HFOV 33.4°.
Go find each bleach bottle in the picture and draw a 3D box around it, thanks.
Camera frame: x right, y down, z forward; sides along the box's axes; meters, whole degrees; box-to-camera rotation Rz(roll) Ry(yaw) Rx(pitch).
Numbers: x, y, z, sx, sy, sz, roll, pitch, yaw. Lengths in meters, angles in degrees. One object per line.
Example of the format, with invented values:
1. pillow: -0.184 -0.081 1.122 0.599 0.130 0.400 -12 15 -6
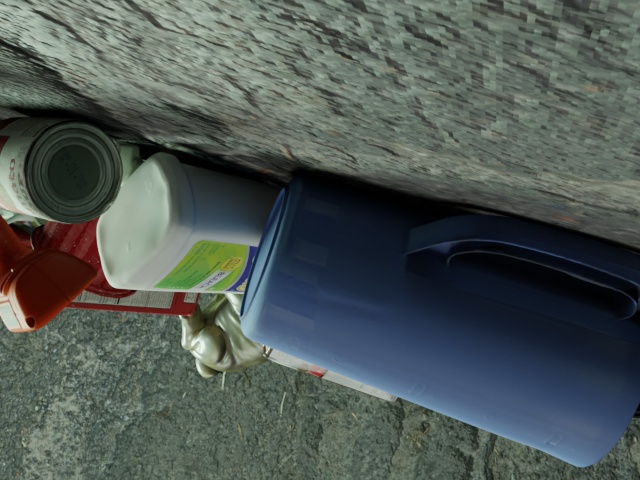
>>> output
1. bleach bottle: -0.031 0.000 0.783 0.250 0.068 0.103 7 145 -41

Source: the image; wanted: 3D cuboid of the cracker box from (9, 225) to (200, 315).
1. cracker box: -0.246 0.016 1.059 0.213 0.072 0.164 7 -167 -39

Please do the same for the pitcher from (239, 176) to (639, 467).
1. pitcher: 0.080 0.040 0.670 0.242 0.149 0.145 19 -169 -7

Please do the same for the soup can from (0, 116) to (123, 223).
1. soup can: -0.182 -0.048 0.712 0.068 0.068 0.102 18 176 -36

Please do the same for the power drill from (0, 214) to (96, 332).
1. power drill: -0.218 -0.030 0.638 0.187 0.057 0.185 51 161 -11

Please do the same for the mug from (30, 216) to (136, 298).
1. mug: -0.153 -0.010 0.825 0.117 0.082 0.093 29 -160 -14
